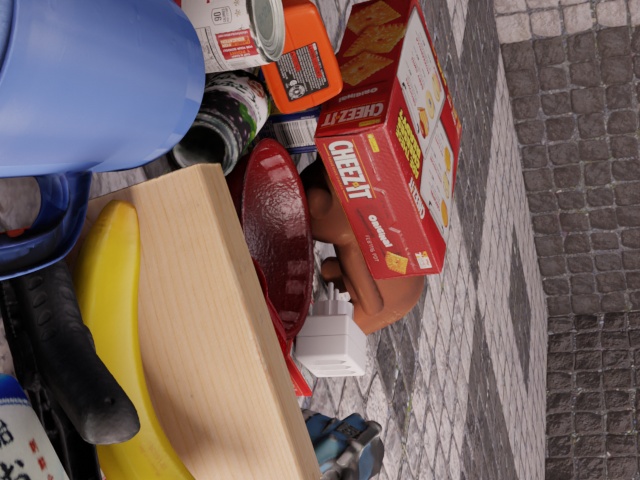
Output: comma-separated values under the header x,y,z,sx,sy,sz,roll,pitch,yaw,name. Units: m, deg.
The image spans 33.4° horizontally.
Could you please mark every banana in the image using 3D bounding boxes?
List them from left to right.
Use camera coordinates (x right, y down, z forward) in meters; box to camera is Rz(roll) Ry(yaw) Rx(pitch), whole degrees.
x,y,z,sx,sy,sz,roll,pitch,yaw,name
-0.096,0.079,0.565,0.037,0.069,0.198,153,-85,-79,banana

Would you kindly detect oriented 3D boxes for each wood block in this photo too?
x,y,z,sx,sy,sz,roll,pitch,yaw,name
-0.074,0.066,0.629,0.090,0.091,0.206,-55,126,-85,wood block

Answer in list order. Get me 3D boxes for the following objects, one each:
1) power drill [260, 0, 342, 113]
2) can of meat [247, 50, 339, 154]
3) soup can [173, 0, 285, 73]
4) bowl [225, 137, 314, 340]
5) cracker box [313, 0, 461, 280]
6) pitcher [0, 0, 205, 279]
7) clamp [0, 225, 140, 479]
x,y,z,sx,sy,sz,roll,pitch,yaw,name
-0.044,-0.208,0.854,0.184,0.057,0.188,65,4,-51,power drill
-0.019,-0.121,0.962,0.102,0.084,0.057,-78,156,-45,can of meat
-0.083,-0.148,0.733,0.068,0.102,0.068,-5,90,-72,soup can
-0.056,0.001,0.855,0.162,0.055,0.162,-5,90,-73,bowl
0.065,-0.096,0.951,0.213,0.072,0.164,-75,148,-46,cracker box
-0.141,-0.078,0.492,0.149,0.145,0.242,-56,170,10,pitcher
-0.130,0.068,0.523,0.172,0.039,0.120,57,-41,41,clamp
